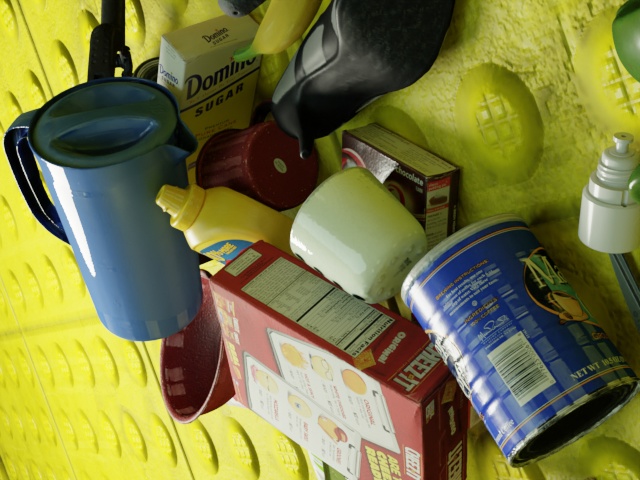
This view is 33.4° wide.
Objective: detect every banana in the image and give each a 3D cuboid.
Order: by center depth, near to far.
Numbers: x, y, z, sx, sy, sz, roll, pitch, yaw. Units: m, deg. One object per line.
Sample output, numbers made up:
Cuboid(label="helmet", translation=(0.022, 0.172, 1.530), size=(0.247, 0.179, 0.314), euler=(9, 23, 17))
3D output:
Cuboid(label="banana", translation=(-0.020, -0.228, 0.819), size=(0.070, 0.037, 0.198), euler=(18, 101, 18))

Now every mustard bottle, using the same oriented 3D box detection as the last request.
Cuboid(label="mustard bottle", translation=(-0.056, 0.002, 0.936), size=(0.191, 0.058, 0.096), euler=(28, 158, -20))

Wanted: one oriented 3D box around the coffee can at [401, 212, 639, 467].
Cuboid(label="coffee can", translation=(0.134, 0.067, 0.724), size=(0.140, 0.102, 0.103), euler=(58, 149, 25))

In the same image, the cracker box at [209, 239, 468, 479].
Cuboid(label="cracker box", translation=(0.017, 0.112, 0.867), size=(0.214, 0.072, 0.164), euler=(28, 143, 31))

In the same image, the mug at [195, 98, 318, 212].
Cuboid(label="mug", translation=(-0.053, -0.075, 0.979), size=(0.082, 0.093, 0.117), euler=(-10, 64, 55))

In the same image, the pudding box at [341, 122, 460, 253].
Cuboid(label="pudding box", translation=(0.061, -0.033, 0.853), size=(0.114, 0.039, 0.090), euler=(33, 134, 45))

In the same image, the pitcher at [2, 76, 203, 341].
Cuboid(label="pitcher", translation=(-0.189, -0.023, 1.002), size=(0.149, 0.144, 0.243), euler=(48, 154, 41))

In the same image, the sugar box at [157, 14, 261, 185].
Cuboid(label="sugar box", translation=(-0.110, -0.128, 1.019), size=(0.048, 0.093, 0.176), euler=(48, 145, 24))

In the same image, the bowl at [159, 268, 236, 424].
Cuboid(label="bowl", translation=(-0.113, 0.112, 1.114), size=(0.162, 0.055, 0.162), euler=(-27, 59, 55))

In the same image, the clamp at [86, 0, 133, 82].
Cuboid(label="clamp", translation=(-0.218, -0.183, 1.136), size=(0.210, 0.036, 0.164), euler=(-96, 1, -55))
